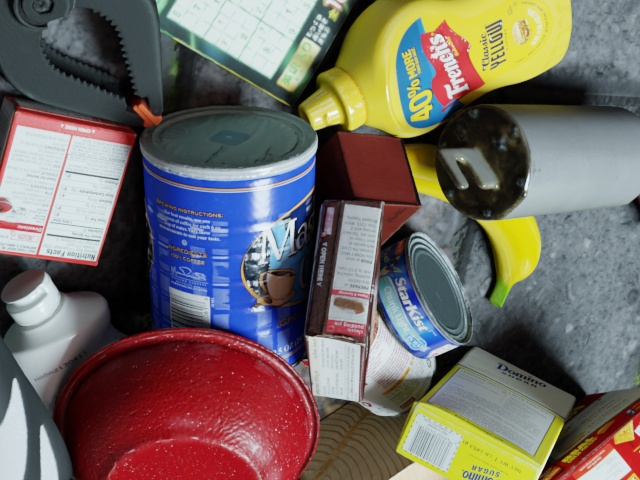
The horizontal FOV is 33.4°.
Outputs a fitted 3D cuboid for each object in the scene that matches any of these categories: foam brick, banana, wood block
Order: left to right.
[{"bbox_3d":[0.019,-0.026,0.688,0.052,0.051,0.078,2,151,-31],"label":"foam brick"},{"bbox_3d":[0.058,0.230,0.841,0.090,0.090,0.206,-31,126,-14],"label":"wood block"},{"bbox_3d":[0.112,-0.021,0.777,0.069,0.037,0.197,-48,128,-3],"label":"banana"}]

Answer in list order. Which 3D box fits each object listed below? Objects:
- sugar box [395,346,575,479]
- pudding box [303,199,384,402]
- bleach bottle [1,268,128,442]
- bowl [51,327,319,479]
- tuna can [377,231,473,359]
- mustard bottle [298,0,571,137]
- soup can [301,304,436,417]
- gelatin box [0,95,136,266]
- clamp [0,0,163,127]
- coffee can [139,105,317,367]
[{"bbox_3d":[0.125,0.132,0.774,0.048,0.093,0.176,-67,163,12],"label":"sugar box"},{"bbox_3d":[0.015,0.038,0.645,0.039,0.090,0.113,5,155,6],"label":"pudding box"},{"bbox_3d":[-0.120,0.114,0.693,0.102,0.068,0.250,-32,124,-8],"label":"bleach bottle"},{"bbox_3d":[-0.079,0.130,0.627,0.162,0.055,0.162,-2,125,-3],"label":"bowl"},{"bbox_3d":[0.072,0.039,0.752,0.034,0.086,0.086,-27,133,25],"label":"tuna can"},{"bbox_3d":[0.071,-0.121,0.687,0.191,0.058,0.096,-29,133,-15],"label":"mustard bottle"},{"bbox_3d":[0.028,0.075,0.758,0.068,0.069,0.102,-50,129,0],"label":"soup can"},{"bbox_3d":[-0.155,-0.033,0.616,0.073,0.030,0.089,8,112,-34],"label":"gelatin box"},{"bbox_3d":[-0.141,-0.139,0.550,0.165,0.036,0.209,-37,132,14],"label":"clamp"},{"bbox_3d":[-0.054,0.001,0.647,0.102,0.103,0.140,-13,120,-25],"label":"coffee can"}]
